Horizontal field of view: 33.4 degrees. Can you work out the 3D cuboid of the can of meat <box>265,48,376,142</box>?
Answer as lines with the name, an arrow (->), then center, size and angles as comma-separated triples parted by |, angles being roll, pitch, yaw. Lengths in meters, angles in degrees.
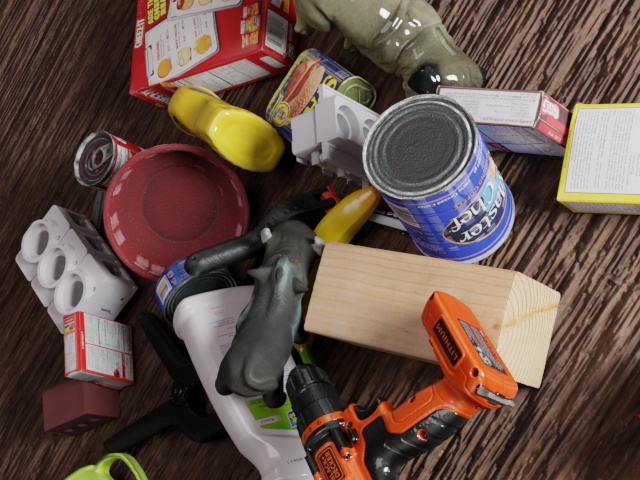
can of meat -> -0.002, -0.145, 1.145 | 0.102, 0.057, 0.084 | -55, 49, 10

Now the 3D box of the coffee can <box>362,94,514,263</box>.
coffee can -> 0.109, -0.051, 0.958 | 0.103, 0.140, 0.103 | -10, 62, 20

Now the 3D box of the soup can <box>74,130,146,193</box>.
soup can -> -0.233, -0.083, 1.275 | 0.069, 0.102, 0.068 | -13, 68, 35

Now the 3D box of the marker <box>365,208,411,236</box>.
marker -> 0.081, -0.016, 1.061 | 0.121, 0.020, 0.020 | 18, 87, 40

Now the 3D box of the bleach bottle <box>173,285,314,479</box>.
bleach bottle -> -0.062, 0.163, 1.058 | 0.068, 0.102, 0.251 | 106, 147, -49

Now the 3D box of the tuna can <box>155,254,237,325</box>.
tuna can -> -0.136, 0.055, 1.165 | 0.086, 0.086, 0.034 | -47, 51, 17

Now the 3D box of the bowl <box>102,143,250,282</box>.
bowl -> -0.160, -0.034, 1.198 | 0.162, 0.162, 0.055 | -54, 11, 11

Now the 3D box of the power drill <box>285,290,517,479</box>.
power drill -> 0.059, 0.131, 0.887 | 0.188, 0.057, 0.184 | -47, 47, 19

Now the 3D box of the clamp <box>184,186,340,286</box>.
clamp -> -0.057, 0.001, 1.104 | 0.171, 0.120, 0.039 | -44, 60, 14

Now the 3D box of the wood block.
wood block -> 0.098, 0.065, 0.975 | 0.206, 0.090, 0.090 | 9, 81, 40

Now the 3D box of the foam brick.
foam brick -> -0.282, 0.193, 1.255 | 0.078, 0.052, 0.051 | -26, 61, 31

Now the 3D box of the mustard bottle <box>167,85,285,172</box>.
mustard bottle -> -0.120, -0.134, 1.201 | 0.058, 0.096, 0.192 | -61, 35, 4

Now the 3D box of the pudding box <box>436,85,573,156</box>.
pudding box -> 0.172, -0.109, 0.974 | 0.114, 0.089, 0.039 | 8, 81, 40

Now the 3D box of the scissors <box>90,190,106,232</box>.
scissors -> -0.277, 0.011, 1.335 | 0.096, 0.016, 0.202 | 22, 89, 39

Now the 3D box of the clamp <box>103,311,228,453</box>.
clamp -> -0.151, 0.177, 1.167 | 0.210, 0.036, 0.164 | 13, 83, 37

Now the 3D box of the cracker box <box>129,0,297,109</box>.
cracker box -> -0.124, -0.261, 1.269 | 0.214, 0.072, 0.164 | -11, 69, 36

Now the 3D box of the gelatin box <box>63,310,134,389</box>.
gelatin box -> -0.255, 0.127, 1.232 | 0.030, 0.089, 0.073 | -22, 63, 28

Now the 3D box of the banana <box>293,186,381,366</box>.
banana -> 0.005, 0.030, 1.087 | 0.070, 0.037, 0.198 | 25, 101, 33
